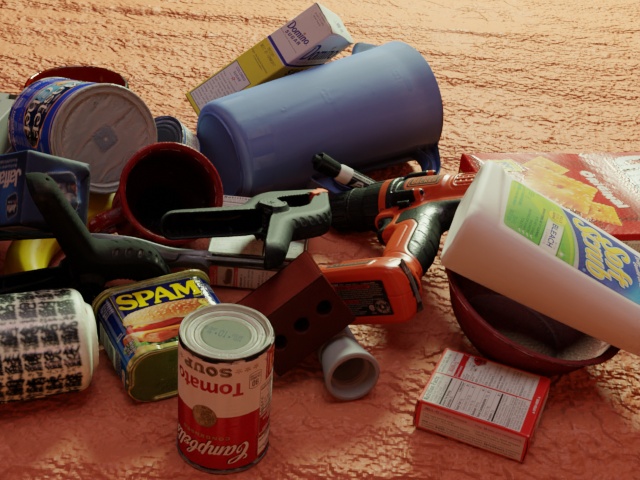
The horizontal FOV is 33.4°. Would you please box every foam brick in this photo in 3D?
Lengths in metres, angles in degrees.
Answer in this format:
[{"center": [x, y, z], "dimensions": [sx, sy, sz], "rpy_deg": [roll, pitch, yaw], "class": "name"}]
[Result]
[{"center": [-0.021, 0.057, 0.842], "dimensions": [0.078, 0.053, 0.051], "rpy_deg": [-38, 27, -1], "class": "foam brick"}]

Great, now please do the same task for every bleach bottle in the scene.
[{"center": [0.224, 0.033, 0.847], "dimensions": [0.251, 0.068, 0.102], "rpy_deg": [27, 39, 1], "class": "bleach bottle"}]

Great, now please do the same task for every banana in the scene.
[{"center": [-0.238, 0.001, 0.972], "dimensions": [0.069, 0.037, 0.197], "rpy_deg": [25, 34, -3], "class": "banana"}]

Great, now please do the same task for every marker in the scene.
[{"center": [0.042, -0.055, 1.056], "dimensions": [0.121, 0.020, 0.020], "rpy_deg": [26, 24, -24], "class": "marker"}]

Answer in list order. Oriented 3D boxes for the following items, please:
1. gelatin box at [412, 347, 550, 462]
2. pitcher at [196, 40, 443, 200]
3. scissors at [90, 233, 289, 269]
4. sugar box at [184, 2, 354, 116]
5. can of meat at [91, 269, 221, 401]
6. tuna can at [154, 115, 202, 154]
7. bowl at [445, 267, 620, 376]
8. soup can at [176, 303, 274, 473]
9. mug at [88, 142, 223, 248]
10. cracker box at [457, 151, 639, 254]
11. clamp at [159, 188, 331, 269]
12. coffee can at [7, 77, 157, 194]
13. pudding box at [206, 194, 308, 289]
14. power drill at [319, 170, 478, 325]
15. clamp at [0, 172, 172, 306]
[{"center": [0.124, 0.124, 0.817], "dimensions": [0.089, 0.030, 0.073], "rpy_deg": [15, 34, 17], "class": "gelatin box"}, {"center": [0.004, -0.110, 1.109], "dimensions": [0.242, 0.145, 0.149], "rpy_deg": [-20, 26, -28], "class": "pitcher"}, {"center": [-0.113, 0.021, 0.923], "dimensions": [0.201, 0.096, 0.016], "rpy_deg": [9, 73, -7], "class": "scissors"}, {"center": [-0.054, -0.188, 1.169], "dimensions": [0.176, 0.048, 0.093], "rpy_deg": [-30, -5, 15], "class": "sugar box"}, {"center": [-0.119, 0.076, 0.842], "dimensions": [0.102, 0.057, 0.084], "rpy_deg": [-13, 38, -25], "class": "can of meat"}, {"center": [-0.161, -0.080, 1.068], "dimensions": [0.086, 0.033, 0.086], "rpy_deg": [-20, 52, 27], "class": "tuna can"}, {"center": [0.168, 0.059, 0.884], "dimensions": [0.162, 0.055, 0.162], "rpy_deg": [14, 39, -12], "class": "bowl"}, {"center": [-0.068, 0.104, 0.756], "dimensions": [0.068, 0.102, 0.068], "rpy_deg": [4, 32, -2], "class": "soup can"}, {"center": [-0.153, -0.028, 0.959], "dimensions": [0.117, 0.093, 0.082], "rpy_deg": [-25, -3, -24], "class": "mug"}, {"center": [0.256, -0.024, 1.035], "dimensions": [0.213, 0.072, 0.164], "rpy_deg": [-2, 33, -12], "class": "cracker box"}, {"center": [-0.054, -0.018, 0.919], "dimensions": [0.120, 0.039, 0.171], "rpy_deg": [18, 19, 20], "class": "clamp"}, {"center": [-0.234, -0.105, 1.040], "dimensions": [0.102, 0.103, 0.141], "rpy_deg": [-16, 18, -30], "class": "coffee can"}, {"center": [-0.056, 0.001, 0.989], "dimensions": [0.090, 0.039, 0.113], "rpy_deg": [4, 30, 1], "class": "pudding box"}, {"center": [0.053, 0.001, 0.954], "dimensions": [0.185, 0.057, 0.187], "rpy_deg": [-7, 29, 34], "class": "power drill"}, {"center": [-0.200, 0.031, 0.849], "dimensions": [0.209, 0.165, 0.036], "rpy_deg": [27, 34, -49], "class": "clamp"}]
